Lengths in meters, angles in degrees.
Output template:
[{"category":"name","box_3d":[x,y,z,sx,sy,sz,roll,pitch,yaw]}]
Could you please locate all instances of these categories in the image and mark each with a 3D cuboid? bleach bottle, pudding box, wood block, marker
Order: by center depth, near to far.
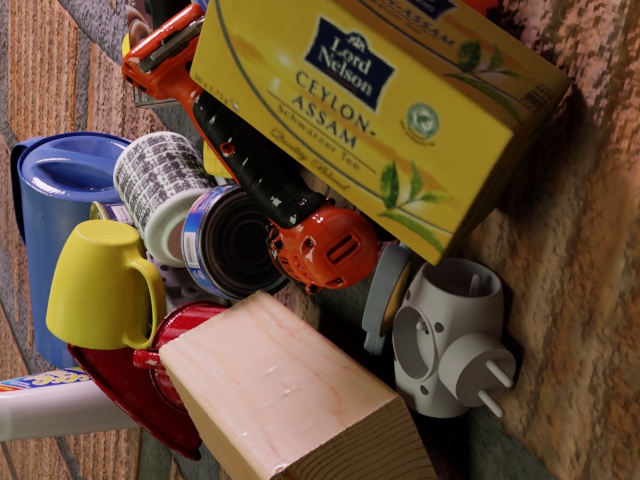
[{"category":"wood block","box_3d":[-0.019,0.116,0.667,0.206,0.090,0.091,31,148,62]},{"category":"pudding box","box_3d":[-0.113,-0.167,0.869,0.090,0.039,0.113,-1,96,37]},{"category":"marker","box_3d":[-0.076,-0.049,0.875,0.121,0.020,0.020,59,144,41]},{"category":"bleach bottle","box_3d":[-0.278,0.165,1.065,0.103,0.250,0.068,14,108,62]}]

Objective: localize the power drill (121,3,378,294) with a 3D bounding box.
[{"category":"power drill","box_3d":[-0.045,-0.050,0.666,0.187,0.057,0.184,50,171,-8]}]

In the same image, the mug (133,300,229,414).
[{"category":"mug","box_3d":[-0.085,0.092,0.822,0.082,0.117,0.093,-3,80,59]}]

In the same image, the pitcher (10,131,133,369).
[{"category":"pitcher","box_3d":[-0.254,0.013,1.122,0.149,0.145,0.243,-106,21,-53]}]

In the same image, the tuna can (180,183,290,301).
[{"category":"tuna can","box_3d":[-0.055,0.001,0.770,0.034,0.086,0.086,3,98,62]}]

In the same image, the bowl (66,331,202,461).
[{"category":"bowl","box_3d":[-0.152,0.126,0.970,0.055,0.162,0.162,-48,32,-5]}]

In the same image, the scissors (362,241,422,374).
[{"category":"scissors","box_3d":[0.044,0.040,0.643,0.202,0.016,0.096,89,-154,-67]}]
